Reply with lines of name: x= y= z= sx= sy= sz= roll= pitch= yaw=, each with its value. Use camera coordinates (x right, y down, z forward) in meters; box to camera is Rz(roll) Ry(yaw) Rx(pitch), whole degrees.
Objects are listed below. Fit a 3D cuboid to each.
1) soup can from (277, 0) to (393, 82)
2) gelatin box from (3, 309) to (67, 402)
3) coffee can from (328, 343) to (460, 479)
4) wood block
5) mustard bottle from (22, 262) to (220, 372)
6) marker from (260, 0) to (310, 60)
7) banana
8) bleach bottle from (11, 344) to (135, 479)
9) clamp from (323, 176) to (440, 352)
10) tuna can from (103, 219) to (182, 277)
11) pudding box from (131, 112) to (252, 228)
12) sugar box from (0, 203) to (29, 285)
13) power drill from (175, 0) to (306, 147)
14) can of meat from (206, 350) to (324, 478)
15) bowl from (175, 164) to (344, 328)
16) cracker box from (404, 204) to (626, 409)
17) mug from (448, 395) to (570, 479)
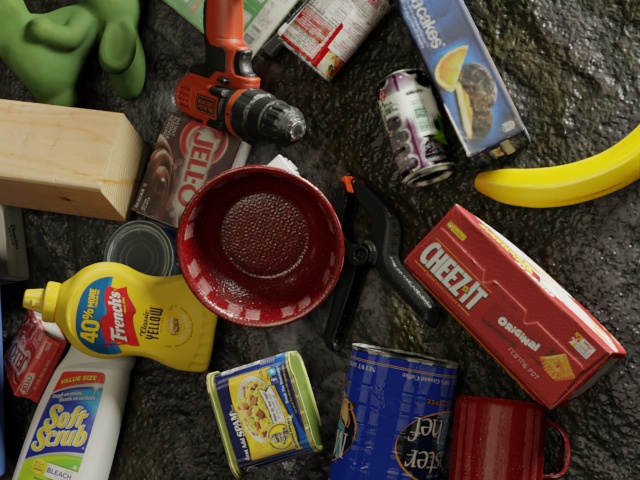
soup can: x=0.015 y=-0.218 z=1.060 sx=0.068 sy=0.068 sz=0.102 roll=43 pitch=98 yaw=18
gelatin box: x=-0.306 y=0.119 z=1.135 sx=0.073 sy=0.030 sz=0.089 roll=-62 pitch=30 yaw=5
coffee can: x=0.067 y=0.173 z=0.984 sx=0.103 sy=0.102 sz=0.140 roll=10 pitch=88 yaw=20
wood block: x=-0.300 y=-0.087 z=1.124 sx=0.206 sy=0.091 sz=0.090 roll=8 pitch=71 yaw=12
mustard bottle: x=-0.200 y=0.072 z=1.070 sx=0.191 sy=0.058 sz=0.096 roll=9 pitch=101 yaw=-7
marker: x=-0.017 y=-0.231 z=1.093 sx=0.121 sy=0.020 sz=0.020 roll=-46 pitch=72 yaw=4
banana: x=0.242 y=-0.068 z=0.985 sx=0.198 sy=0.037 sz=0.069 roll=-25 pitch=60 yaw=14
bleach bottle: x=-0.258 y=0.181 z=1.121 sx=0.103 sy=0.068 sz=0.251 roll=13 pitch=87 yaw=19
clamp: x=0.055 y=0.019 z=1.037 sx=0.120 sy=0.039 sz=0.171 roll=-6 pitch=83 yaw=20
tuna can: x=-0.185 y=0.021 z=1.124 sx=0.086 sy=0.033 sz=0.086 roll=-2 pitch=84 yaw=19
pudding box: x=-0.134 y=-0.067 z=1.112 sx=0.090 sy=0.039 sz=0.113 roll=21 pitch=92 yaw=20
sugar box: x=-0.418 y=0.014 z=1.201 sx=0.176 sy=0.048 sz=0.093 roll=-13 pitch=80 yaw=19
power drill: x=-0.074 y=-0.194 z=1.043 sx=0.185 sy=0.057 sz=0.188 roll=23 pitch=113 yaw=43
can of meat: x=-0.050 y=0.161 z=1.000 sx=0.084 sy=0.057 sz=0.102 roll=-19 pitch=83 yaw=11
bowl: x=-0.057 y=0.001 z=1.041 sx=0.162 sy=0.055 sz=0.162 roll=1 pitch=105 yaw=3
cracker box: x=0.169 y=0.060 z=0.901 sx=0.164 sy=0.213 sz=0.072 roll=45 pitch=100 yaw=18
mug: x=0.171 y=0.185 z=0.962 sx=0.117 sy=0.093 sz=0.081 roll=8 pitch=81 yaw=-11
